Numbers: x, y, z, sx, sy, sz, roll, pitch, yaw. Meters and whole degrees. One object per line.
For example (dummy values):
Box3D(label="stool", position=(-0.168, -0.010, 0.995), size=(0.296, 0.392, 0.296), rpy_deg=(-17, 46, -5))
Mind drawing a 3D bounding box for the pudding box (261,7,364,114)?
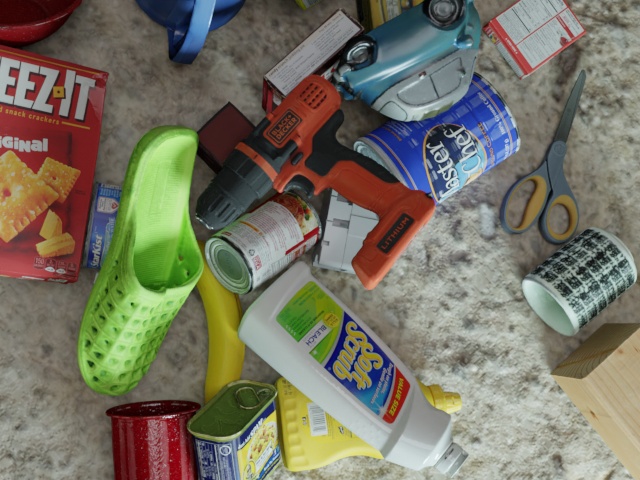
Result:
Box3D(label="pudding box", position=(-0.010, -0.176, 1.094), size=(0.039, 0.090, 0.113), rpy_deg=(44, 78, 5))

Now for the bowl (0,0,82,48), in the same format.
Box3D(label="bowl", position=(-0.309, -0.237, 1.044), size=(0.162, 0.055, 0.162), rpy_deg=(7, 46, -8))

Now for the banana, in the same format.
Box3D(label="banana", position=(-0.112, 0.077, 1.089), size=(0.070, 0.037, 0.198), rpy_deg=(-20, 86, 17))

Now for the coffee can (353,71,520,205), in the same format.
Box3D(label="coffee can", position=(0.120, -0.097, 1.106), size=(0.140, 0.103, 0.103), rpy_deg=(-34, 92, -11))

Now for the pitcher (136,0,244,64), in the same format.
Box3D(label="pitcher", position=(-0.108, -0.272, 1.009), size=(0.145, 0.243, 0.149), rpy_deg=(-37, 99, -12))

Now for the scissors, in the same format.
Box3D(label="scissors", position=(0.272, -0.082, 1.176), size=(0.096, 0.016, 0.201), rpy_deg=(37, 81, -7))

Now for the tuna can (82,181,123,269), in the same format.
Box3D(label="tuna can", position=(-0.211, -0.013, 1.051), size=(0.033, 0.086, 0.086), rpy_deg=(9, 84, -11))

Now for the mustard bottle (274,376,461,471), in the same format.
Box3D(label="mustard bottle", position=(0.052, 0.177, 1.095), size=(0.191, 0.058, 0.096), rpy_deg=(-6, 77, -10))

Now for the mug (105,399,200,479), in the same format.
Box3D(label="mug", position=(-0.151, 0.203, 1.049), size=(0.117, 0.093, 0.081), rpy_deg=(-3, 91, -34))

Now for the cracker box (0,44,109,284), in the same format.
Box3D(label="cracker box", position=(-0.302, -0.074, 1.022), size=(0.163, 0.072, 0.214), rpy_deg=(11, 84, -30))

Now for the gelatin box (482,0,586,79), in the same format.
Box3D(label="gelatin box", position=(0.236, -0.232, 1.173), size=(0.089, 0.030, 0.073), rpy_deg=(-37, 91, -11))

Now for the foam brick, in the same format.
Box3D(label="foam brick", position=(-0.095, -0.099, 1.082), size=(0.053, 0.078, 0.051), rpy_deg=(44, 80, -2))

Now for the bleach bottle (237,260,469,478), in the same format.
Box3D(label="bleach bottle", position=(0.042, 0.134, 1.046), size=(0.251, 0.068, 0.102), rpy_deg=(39, 53, 11))

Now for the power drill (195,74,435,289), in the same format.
Box3D(label="power drill", position=(0.000, -0.040, 1.010), size=(0.187, 0.057, 0.184), rpy_deg=(40, 83, 5))

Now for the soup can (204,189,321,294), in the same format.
Box3D(label="soup can", position=(-0.057, 0.001, 1.068), size=(0.102, 0.069, 0.068), rpy_deg=(-36, 93, -34))

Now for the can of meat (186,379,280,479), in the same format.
Box3D(label="can of meat", position=(-0.081, 0.198, 1.041), size=(0.058, 0.102, 0.084), rpy_deg=(6, 116, 26))
